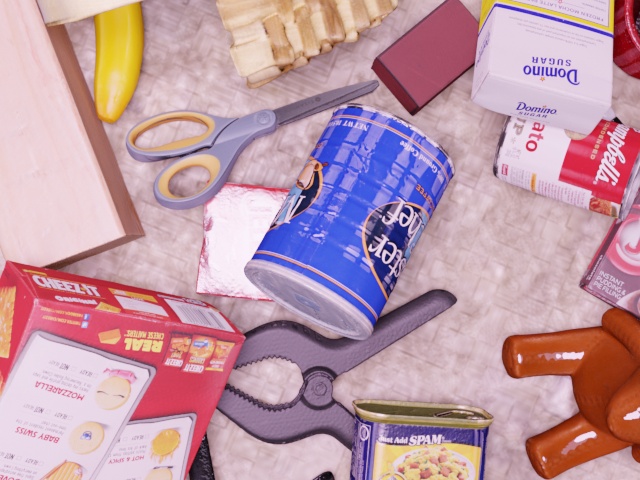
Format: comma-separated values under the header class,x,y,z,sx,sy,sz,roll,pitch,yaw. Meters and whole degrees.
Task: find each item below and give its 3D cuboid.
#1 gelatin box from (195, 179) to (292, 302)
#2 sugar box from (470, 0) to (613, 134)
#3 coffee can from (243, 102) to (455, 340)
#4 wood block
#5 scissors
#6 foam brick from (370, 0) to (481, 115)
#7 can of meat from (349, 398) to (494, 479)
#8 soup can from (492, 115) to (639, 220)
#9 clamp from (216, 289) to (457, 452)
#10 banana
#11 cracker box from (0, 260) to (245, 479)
class,x,y,z,sx,sy,sz,roll,pitch,yaw
gelatin box,-0.055,0.001,0.825,0.073,0.030,0.089,6,90,-1
sugar box,0.166,-0.168,0.784,0.093,0.048,0.176,14,63,-5
coffee can,0.022,-0.013,0.776,0.103,0.103,0.140,29,75,-1
wood block,-0.215,-0.084,0.794,0.090,0.091,0.206,-21,90,-1
scissors,-0.049,-0.073,0.818,0.201,0.016,0.096,-7,61,-1
foam brick,0.086,-0.141,0.818,0.078,0.053,0.051,-40,90,-2
can of meat,0.072,0.164,0.784,0.102,0.057,0.084,4,92,-8
soup can,0.189,-0.063,0.797,0.102,0.068,0.068,21,89,19
clamp,0.005,0.102,0.822,0.210,0.036,0.164,12,89,-4
banana,-0.174,-0.191,0.819,0.069,0.037,0.198,-23,94,-14
cracker box,-0.170,0.133,0.745,0.163,0.072,0.214,14,106,-38
